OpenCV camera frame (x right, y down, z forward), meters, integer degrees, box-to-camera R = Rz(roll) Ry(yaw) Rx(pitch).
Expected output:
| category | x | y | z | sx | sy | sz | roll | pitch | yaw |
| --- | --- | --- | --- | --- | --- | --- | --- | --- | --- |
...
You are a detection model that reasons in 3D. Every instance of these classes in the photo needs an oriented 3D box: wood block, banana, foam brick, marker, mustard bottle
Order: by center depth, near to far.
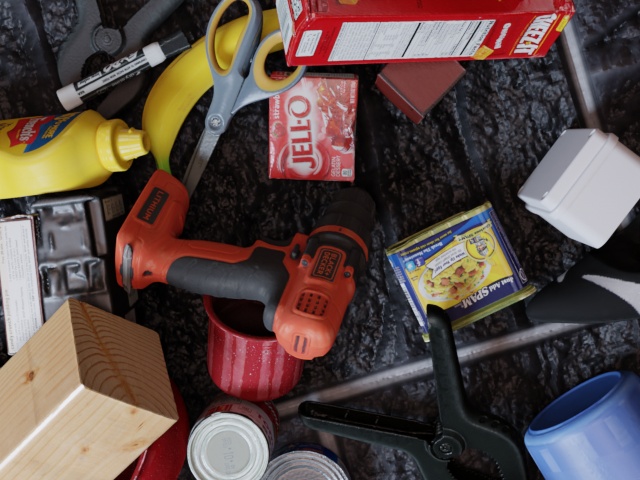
| category | x | y | z | sx | sy | sz | roll | pitch | yaw |
| --- | --- | --- | --- | --- | --- | --- | --- | --- | --- |
| wood block | -0.215 | 0.152 | 0.819 | 0.090 | 0.091 | 0.206 | 29 | 117 | -39 |
| mustard bottle | -0.226 | -0.069 | 0.858 | 0.192 | 0.096 | 0.058 | -4 | 116 | 17 |
| foam brick | 0.081 | -0.132 | 0.872 | 0.053 | 0.078 | 0.051 | 43 | 92 | -2 |
| marker | -0.159 | -0.142 | 0.876 | 0.121 | 0.020 | 0.020 | -27 | 92 | 1 |
| banana | -0.086 | -0.140 | 0.901 | 0.198 | 0.037 | 0.069 | -43 | 118 | 7 |

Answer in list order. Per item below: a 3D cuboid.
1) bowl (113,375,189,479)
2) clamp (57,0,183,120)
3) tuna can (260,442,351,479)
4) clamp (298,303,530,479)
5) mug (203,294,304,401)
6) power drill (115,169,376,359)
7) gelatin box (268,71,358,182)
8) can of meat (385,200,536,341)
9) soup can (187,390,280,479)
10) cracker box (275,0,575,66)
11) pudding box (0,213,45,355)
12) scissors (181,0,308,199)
| category | x | y | z | sx | sy | sz | roll | pitch | yaw |
| --- | --- | --- | --- | --- | --- | --- | --- | --- | --- |
| bowl | -0.155 | 0.169 | 0.881 | 0.055 | 0.162 | 0.162 | 25 | 95 | -31 |
| clamp | -0.165 | -0.173 | 0.898 | 0.120 | 0.039 | 0.171 | 8 | 100 | 6 |
| tuna can | -0.014 | 0.219 | 0.921 | 0.086 | 0.033 | 0.086 | 0 | 94 | 2 |
| clamp | 0.108 | 0.154 | 0.887 | 0.210 | 0.036 | 0.165 | 36 | 120 | -9 |
| mug | -0.059 | 0.071 | 0.881 | 0.117 | 0.093 | 0.081 | 40 | 139 | 32 |
| power drill | -0.056 | 0.001 | 0.853 | 0.188 | 0.184 | 0.057 | 14 | 131 | 7 |
| gelatin box | -0.006 | -0.095 | 0.892 | 0.073 | 0.030 | 0.089 | 3 | 107 | 1 |
| can of meat | 0.115 | 0.025 | 0.891 | 0.102 | 0.057 | 0.084 | -26 | 91 | 4 |
| soup can | -0.071 | 0.163 | 0.885 | 0.068 | 0.102 | 0.068 | 0 | 93 | 2 |
| cracker box | 0.069 | -0.222 | 0.812 | 0.213 | 0.072 | 0.164 | -5 | 69 | -15 |
| pudding box | -0.235 | 0.034 | 0.889 | 0.039 | 0.090 | 0.113 | -8 | 93 | 3 |
| scissors | -0.065 | -0.100 | 0.875 | 0.096 | 0.016 | 0.202 | 15 | 110 | 11 |
